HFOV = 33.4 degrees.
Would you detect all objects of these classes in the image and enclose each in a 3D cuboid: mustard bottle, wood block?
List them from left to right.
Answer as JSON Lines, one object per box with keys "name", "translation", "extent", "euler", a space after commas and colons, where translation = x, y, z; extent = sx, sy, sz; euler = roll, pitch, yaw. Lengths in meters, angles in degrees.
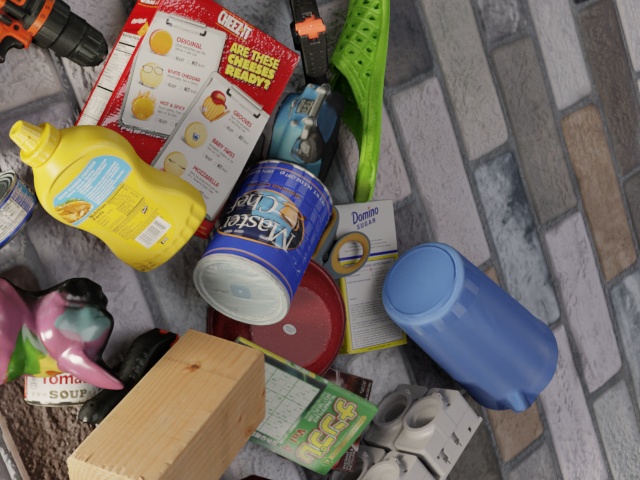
{"name": "mustard bottle", "translation": [-0.202, -0.051, 0.976], "extent": [0.096, 0.058, 0.191], "euler": [-42, 129, 15]}
{"name": "wood block", "translation": [-0.138, 0.184, 1.007], "extent": [0.205, 0.091, 0.090], "euler": [-49, 147, -50]}

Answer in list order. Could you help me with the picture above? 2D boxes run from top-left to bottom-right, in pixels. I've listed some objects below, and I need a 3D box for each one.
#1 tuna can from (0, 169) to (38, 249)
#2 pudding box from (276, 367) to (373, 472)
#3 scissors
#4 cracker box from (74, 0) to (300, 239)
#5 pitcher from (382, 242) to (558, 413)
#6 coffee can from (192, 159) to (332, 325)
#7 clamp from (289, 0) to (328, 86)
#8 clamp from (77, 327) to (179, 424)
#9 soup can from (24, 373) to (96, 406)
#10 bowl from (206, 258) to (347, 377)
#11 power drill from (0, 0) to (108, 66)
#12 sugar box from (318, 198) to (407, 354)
{"name": "tuna can", "translation": [-0.298, -0.023, 0.969], "extent": [0.033, 0.086, 0.086], "euler": [49, 62, -29]}
{"name": "pudding box", "translation": [0.006, 0.204, 1.231], "extent": [0.089, 0.039, 0.113], "euler": [20, 76, -35]}
{"name": "scissors", "translation": [-0.007, 0.058, 1.206], "extent": [0.096, 0.016, 0.202], "euler": [18, 87, -14]}
{"name": "cracker box", "translation": [-0.142, -0.131, 1.070], "extent": [0.164, 0.072, 0.214], "euler": [27, 90, -35]}
{"name": "pitcher", "translation": [0.175, 0.094, 1.287], "extent": [0.242, 0.149, 0.145], "euler": [41, 72, -44]}
{"name": "coffee can", "translation": [-0.057, 0.001, 1.098], "extent": [0.102, 0.103, 0.140], "euler": [47, 47, -27]}
{"name": "clamp", "translation": [-0.015, -0.232, 1.147], "extent": [0.036, 0.210, 0.164], "euler": [-12, 91, 0]}
{"name": "clamp", "translation": [-0.188, 0.146, 1.045], "extent": [0.039, 0.120, 0.171], "euler": [17, 55, 6]}
{"name": "soup can", "translation": [-0.247, 0.103, 1.018], "extent": [0.068, 0.069, 0.102], "euler": [2, 89, -38]}
{"name": "bowl", "translation": [-0.039, 0.092, 1.158], "extent": [0.162, 0.055, 0.162], "euler": [-1, 92, -18]}
{"name": "power drill", "translation": [-0.303, -0.161, 0.987], "extent": [0.184, 0.057, 0.187], "euler": [31, 68, -30]}
{"name": "sugar box", "translation": [0.048, 0.042, 1.265], "extent": [0.093, 0.048, 0.176], "euler": [-7, 90, -37]}
